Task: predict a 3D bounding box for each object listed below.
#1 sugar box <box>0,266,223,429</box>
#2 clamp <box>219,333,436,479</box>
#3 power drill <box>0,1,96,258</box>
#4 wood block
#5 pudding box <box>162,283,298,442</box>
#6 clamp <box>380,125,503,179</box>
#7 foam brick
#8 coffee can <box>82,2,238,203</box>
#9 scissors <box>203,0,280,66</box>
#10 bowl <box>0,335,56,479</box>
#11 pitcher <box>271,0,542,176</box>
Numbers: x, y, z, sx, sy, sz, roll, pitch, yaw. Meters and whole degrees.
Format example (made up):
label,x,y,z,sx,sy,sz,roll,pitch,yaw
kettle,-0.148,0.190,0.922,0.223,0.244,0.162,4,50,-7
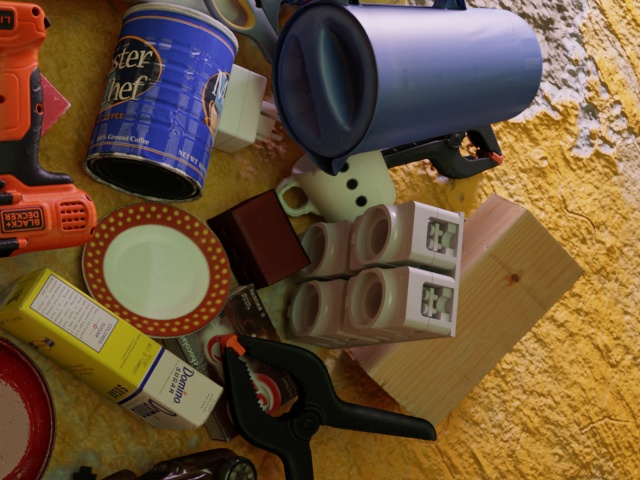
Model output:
label,x,y,z,sx,sy,sz,roll,pitch,yaw
sugar box,-0.173,0.091,0.855,0.176,0.094,0.048,40,64,-20
clamp,-0.018,0.167,0.923,0.210,0.036,0.164,42,76,-13
power drill,-0.257,-0.077,0.768,0.184,0.057,0.187,-6,91,-40
wood block,0.134,0.066,1.004,0.206,0.090,0.090,-46,108,0
pudding box,-0.078,0.108,0.944,0.089,0.039,0.113,-31,98,-31
clamp,0.128,-0.120,1.097,0.171,0.039,0.120,9,104,-41
foam brick,-0.056,0.001,0.969,0.051,0.053,0.078,-31,98,-32
coffee can,-0.135,-0.115,0.909,0.102,0.103,0.140,21,71,-28
scissors,-0.036,-0.189,0.964,0.201,0.016,0.096,43,71,-43
bowl,-0.270,0.143,0.807,0.161,0.055,0.162,6,79,-32
pitcher,0.087,-0.160,0.952,0.242,0.149,0.145,-13,70,-40
